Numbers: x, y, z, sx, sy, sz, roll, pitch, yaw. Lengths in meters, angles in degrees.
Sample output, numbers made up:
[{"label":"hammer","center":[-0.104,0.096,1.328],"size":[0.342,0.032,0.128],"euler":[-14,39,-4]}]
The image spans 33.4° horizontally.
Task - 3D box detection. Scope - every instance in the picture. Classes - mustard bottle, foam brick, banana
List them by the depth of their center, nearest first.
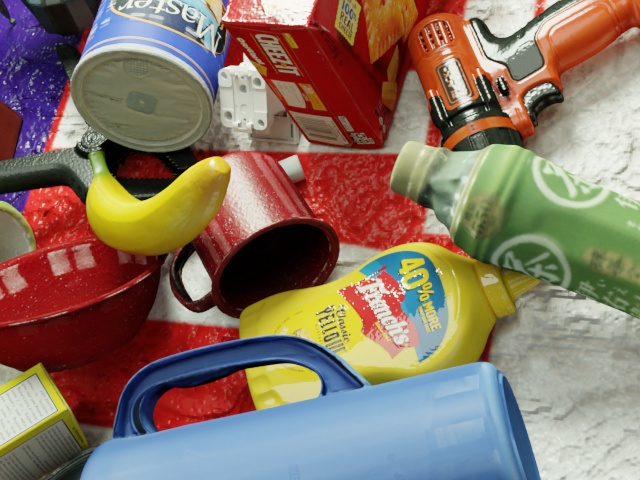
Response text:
[{"label":"mustard bottle","center":[0.046,0.054,0.675],"size":[0.192,0.058,0.096],"euler":[-23,55,12]},{"label":"banana","center":[-0.116,-0.023,0.712],"size":[0.198,0.037,0.069],"euler":[8,109,53]},{"label":"foam brick","center":[-0.294,-0.095,0.881],"size":[0.053,0.078,0.051],"euler":[-2,67,23]}]

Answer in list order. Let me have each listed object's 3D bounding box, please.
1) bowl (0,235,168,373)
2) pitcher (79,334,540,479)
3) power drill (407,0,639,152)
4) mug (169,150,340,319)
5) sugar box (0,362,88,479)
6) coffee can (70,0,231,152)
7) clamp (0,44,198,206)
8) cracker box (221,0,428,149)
[{"label":"bowl","center":[-0.179,0.048,0.748],"size":[0.162,0.055,0.162],"euler":[-11,18,4]},{"label":"pitcher","center":[-0.005,0.139,0.598],"size":[0.243,0.149,0.145],"euler":[-17,25,13]},{"label":"power drill","center":[0.163,-0.102,0.699],"size":[0.188,0.057,0.184],"euler":[-23,63,11]},{"label":"mug","center":[-0.055,0.001,0.728],"size":[0.117,0.093,0.081],"euler":[-40,53,9]},{"label":"sugar box","center":[-0.243,0.155,0.699],"size":[0.176,0.093,0.048],"euler":[-29,68,-15]},{"label":"coffee can","center":[-0.119,-0.151,0.799],"size":[0.103,0.102,0.140],"euler":[-7,50,20]},{"label":"clamp","center":[-0.181,-0.063,0.828],"size":[0.210,0.036,0.164],"euler":[28,66,25]},{"label":"cracker box","center":[0.023,-0.193,0.740],"size":[0.072,0.164,0.213],"euler":[10,71,25]}]
